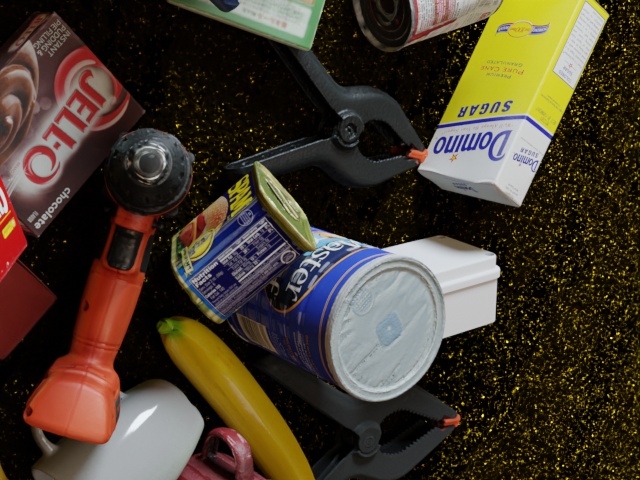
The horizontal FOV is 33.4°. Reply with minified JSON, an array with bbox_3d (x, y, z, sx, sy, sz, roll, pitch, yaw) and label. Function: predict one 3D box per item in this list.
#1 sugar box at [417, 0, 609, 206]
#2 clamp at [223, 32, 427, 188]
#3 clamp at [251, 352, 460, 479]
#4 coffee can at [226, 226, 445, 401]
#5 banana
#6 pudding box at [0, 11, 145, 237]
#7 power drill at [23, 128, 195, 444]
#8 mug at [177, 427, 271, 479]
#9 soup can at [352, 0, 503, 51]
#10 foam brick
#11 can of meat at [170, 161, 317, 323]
[{"bbox_3d":[0.156,-0.120,0.877,0.048,0.093,0.176,33,81,-37],"label":"sugar box"},{"bbox_3d":[0.005,-0.077,0.811,0.171,0.039,0.120,25,93,-31],"label":"clamp"},{"bbox_3d":[0.025,0.172,0.889,0.209,0.036,0.164,3,100,-34],"label":"clamp"},{"bbox_3d":[0.007,0.047,0.777,0.102,0.141,0.103,-10,107,-35],"label":"coffee can"},{"bbox_3d":[-0.063,0.122,0.784,0.037,0.069,0.197,-32,111,12],"label":"banana"},{"bbox_3d":[-0.179,-0.074,0.672,0.113,0.039,0.090,-52,126,-15],"label":"pudding box"},{"bbox_3d":[-0.124,0.024,0.649,0.057,0.184,0.187,19,87,-7],"label":"power drill"},{"bbox_3d":[-0.067,0.189,0.756,0.093,0.082,0.117,-10,106,-34],"label":"mug"},{"bbox_3d":[0.085,-0.191,0.822,0.102,0.069,0.068,-24,115,-31],"label":"soup can"},{"bbox_3d":[-0.209,0.030,0.652,0.051,0.078,0.053,-51,126,-17],"label":"foam brick"},{"bbox_3d":[-0.055,0.001,0.731,0.084,0.102,0.057,-40,108,7],"label":"can of meat"}]
